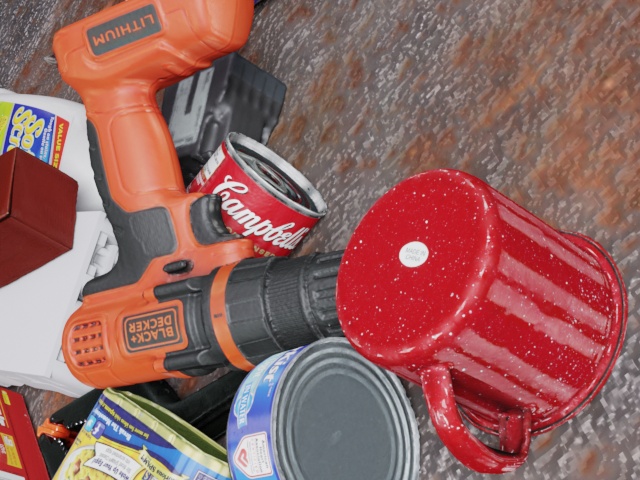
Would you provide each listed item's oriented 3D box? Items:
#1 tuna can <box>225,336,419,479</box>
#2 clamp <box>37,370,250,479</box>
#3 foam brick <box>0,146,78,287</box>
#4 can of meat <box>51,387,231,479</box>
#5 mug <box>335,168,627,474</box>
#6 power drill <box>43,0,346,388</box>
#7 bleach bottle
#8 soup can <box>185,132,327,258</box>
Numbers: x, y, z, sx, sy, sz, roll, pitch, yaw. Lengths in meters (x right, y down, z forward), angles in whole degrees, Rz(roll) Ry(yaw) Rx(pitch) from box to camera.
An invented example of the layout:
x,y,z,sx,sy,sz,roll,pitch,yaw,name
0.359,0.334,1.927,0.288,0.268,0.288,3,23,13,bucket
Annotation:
x,y,z,sx,sy,sz,roll,pitch,yaw,name
0.002,0.086,0.452,0.034,0.086,0.086,-21,52,43,tuna can
-0.091,0.130,0.573,0.210,0.036,0.164,-5,63,44,clamp
-0.196,-0.013,0.666,0.078,0.051,0.053,-25,51,31,foam brick
-0.084,0.126,0.501,0.102,0.057,0.084,22,81,45,can of meat
0.060,0.033,0.421,0.093,0.081,0.117,-23,51,40,mug
-0.057,-0.028,0.518,0.185,0.057,0.187,-14,80,26,power drill
-0.192,-0.066,0.799,0.251,0.068,0.102,6,72,49,bleach bottle
-0.054,0.001,0.586,0.102,0.068,0.068,-50,38,15,soup can
